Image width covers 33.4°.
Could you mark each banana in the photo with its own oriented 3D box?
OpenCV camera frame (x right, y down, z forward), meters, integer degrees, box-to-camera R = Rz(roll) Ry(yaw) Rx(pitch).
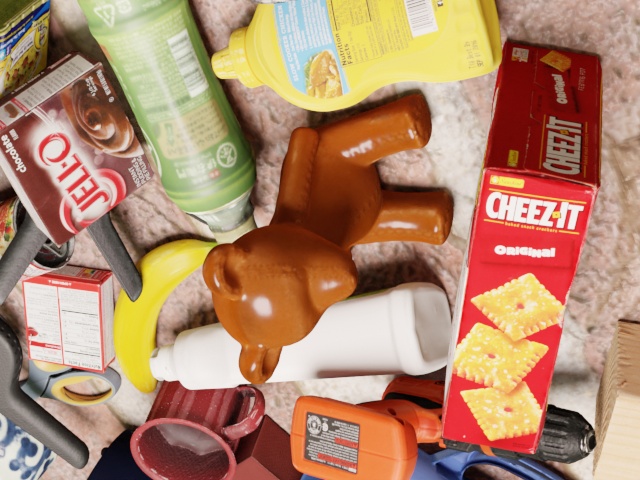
[{"bbox_3d":[-0.140,0.060,0.901,0.069,0.037,0.198,30,128,-5],"label":"banana"}]

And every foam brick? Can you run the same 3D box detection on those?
[{"bbox_3d":[-0.045,0.210,0.971,0.078,0.053,0.051,44,126,-15],"label":"foam brick"}]

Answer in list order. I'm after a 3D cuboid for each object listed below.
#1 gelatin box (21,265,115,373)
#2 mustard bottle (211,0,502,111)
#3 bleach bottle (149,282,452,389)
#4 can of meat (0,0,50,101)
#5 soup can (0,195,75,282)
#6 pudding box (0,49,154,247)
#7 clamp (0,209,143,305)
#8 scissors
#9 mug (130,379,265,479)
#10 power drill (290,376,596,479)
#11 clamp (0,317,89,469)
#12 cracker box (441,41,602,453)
[{"bbox_3d":[-0.217,0.066,0.925,0.073,0.030,0.089,7,115,12],"label":"gelatin box"},{"bbox_3d":[0.015,-0.135,0.691,0.192,0.058,0.096,-11,97,24],"label":"mustard bottle"},{"bbox_3d":[-0.027,0.084,0.845,0.251,0.102,0.068,-10,85,24],"label":"bleach bottle"},{"bbox_3d":[-0.230,-0.132,0.748,0.057,0.102,0.084,18,126,4],"label":"can of meat"},{"bbox_3d":[-0.262,0.004,0.877,0.102,0.068,0.068,-17,119,27],"label":"soup can"},{"bbox_3d":[-0.178,-0.064,0.751,0.039,0.090,0.113,33,154,40],"label":"pudding box"},{"bbox_3d":[-0.201,-0.025,0.812,0.039,0.120,0.171,19,117,58],"label":"clamp"},{"bbox_3d":[-0.283,0.128,1.008,0.202,0.016,0.096,-7,121,21],"label":"scissors"},{"bbox_3d":[-0.099,0.156,0.927,0.117,0.081,0.093,-21,119,27],"label":"mug"},{"bbox_3d":[0.085,0.141,0.786,0.185,0.187,0.057,3,90,41],"label":"power drill"},{"bbox_3d":[-0.315,0.135,0.952,0.164,0.036,0.210,-14,115,2],"label":"clamp"},{"bbox_3d":[0.131,0.005,0.696,0.072,0.164,0.214,9,127,7],"label":"cracker box"}]
